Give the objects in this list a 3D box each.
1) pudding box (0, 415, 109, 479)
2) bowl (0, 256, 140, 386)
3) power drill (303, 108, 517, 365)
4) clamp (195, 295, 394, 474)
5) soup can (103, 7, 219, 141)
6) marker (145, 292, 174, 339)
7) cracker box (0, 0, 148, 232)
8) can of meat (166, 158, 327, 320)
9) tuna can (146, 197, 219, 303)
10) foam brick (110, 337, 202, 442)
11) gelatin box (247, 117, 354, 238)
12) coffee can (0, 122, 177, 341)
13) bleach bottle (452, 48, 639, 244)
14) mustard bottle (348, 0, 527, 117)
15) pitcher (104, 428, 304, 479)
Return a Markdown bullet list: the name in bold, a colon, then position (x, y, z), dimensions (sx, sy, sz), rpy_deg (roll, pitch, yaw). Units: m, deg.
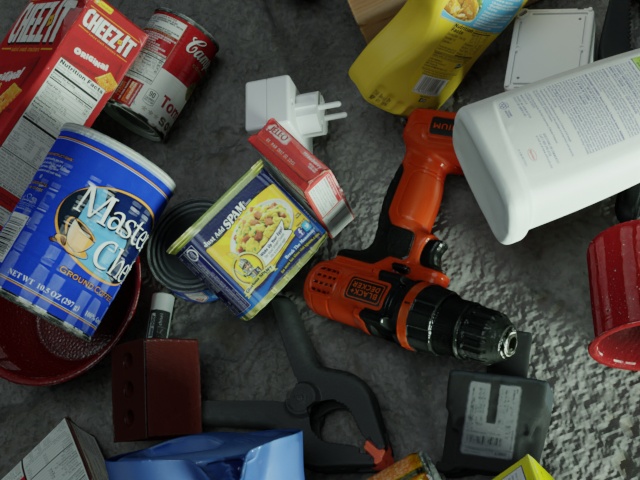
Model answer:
- **pudding box**: position (-0.206, 0.199, 0.825), dimensions (0.090, 0.039, 0.114), rpy_deg (-44, 30, -4)
- **bowl**: position (-0.216, 0.052, 0.909), dimensions (0.162, 0.055, 0.162), rpy_deg (-7, 66, 16)
- **power drill**: position (0.093, -0.005, 0.812), dimensions (0.185, 0.057, 0.187), rpy_deg (15, 71, 37)
- **clamp**: position (-0.009, 0.116, 0.822), dimensions (0.172, 0.039, 0.120), rpy_deg (22, 81, 28)
- **soup can**: position (-0.146, -0.149, 0.965), dimensions (0.069, 0.068, 0.102), rpy_deg (24, 78, 26)
- **marker**: position (-0.139, 0.103, 0.882), dimensions (0.020, 0.020, 0.121), rpy_deg (-1, 67, 18)
- **cracker box**: position (-0.266, -0.117, 0.953), dimensions (0.164, 0.072, 0.213), rpy_deg (16, 72, 55)
- **can of meat**: position (-0.055, 0.001, 0.844), dimensions (0.084, 0.058, 0.102), rpy_deg (45, 70, -4)
- **tuna can**: position (-0.101, 0.009, 0.901), dimensions (0.086, 0.033, 0.086), rpy_deg (-7, 66, 16)
- **foam brick**: position (-0.129, 0.117, 0.836), dimensions (0.053, 0.051, 0.078), rpy_deg (-19, 71, 49)
- **gelatin box**: position (-0.014, -0.050, 0.865), dimensions (0.030, 0.089, 0.073), rpy_deg (-42, 61, -6)
- **coffee can**: position (-0.190, -0.006, 0.834), dimensions (0.103, 0.102, 0.140), rpy_deg (22, 77, 25)
- **bleach bottle**: position (0.227, -0.085, 0.756), dimensions (0.250, 0.068, 0.102), rpy_deg (-19, 66, -7)
- **mustard bottle**: position (0.110, -0.182, 0.830), dimensions (0.192, 0.096, 0.058), rpy_deg (-50, 54, 32)
- **pitcher**: position (-0.064, 0.250, 0.716), dimensions (0.145, 0.149, 0.243), rpy_deg (-11, 84, 29)
